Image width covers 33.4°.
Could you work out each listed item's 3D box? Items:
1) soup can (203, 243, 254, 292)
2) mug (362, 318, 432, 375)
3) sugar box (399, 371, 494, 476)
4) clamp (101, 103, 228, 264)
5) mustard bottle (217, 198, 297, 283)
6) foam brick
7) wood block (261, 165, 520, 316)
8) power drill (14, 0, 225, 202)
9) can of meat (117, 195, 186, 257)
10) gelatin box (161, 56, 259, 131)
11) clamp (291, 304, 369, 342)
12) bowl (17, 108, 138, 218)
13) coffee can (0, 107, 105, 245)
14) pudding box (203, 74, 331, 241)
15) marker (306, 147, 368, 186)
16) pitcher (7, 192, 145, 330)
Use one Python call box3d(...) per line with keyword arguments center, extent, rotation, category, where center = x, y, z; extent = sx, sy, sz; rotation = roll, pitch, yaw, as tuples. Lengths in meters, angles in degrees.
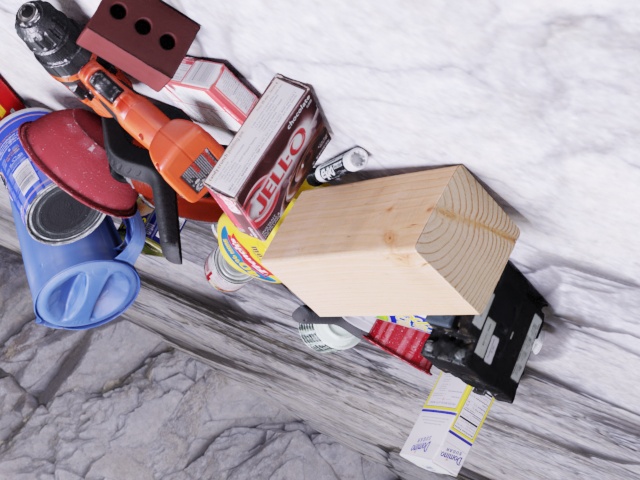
box3d(center=(-0.122, 0.033, 1.480), extent=(0.068, 0.068, 0.102), rotation=(29, 166, -7), category="soup can")
box3d(center=(0.111, 0.100, 1.239), extent=(0.093, 0.081, 0.117), rotation=(29, 179, 21), category="mug")
box3d(center=(0.169, 0.197, 1.301), extent=(0.048, 0.176, 0.093), rotation=(31, 166, -15), category="sugar box")
box3d(center=(-0.147, -0.071, 1.028), extent=(0.210, 0.164, 0.036), rotation=(31, 147, 22), category="clamp")
box3d(center=(-0.058, 0.002, 1.101), extent=(0.096, 0.058, 0.192), rotation=(49, 159, -18), category="mustard bottle")
box3d(center=(-0.145, -0.163, 0.847), extent=(0.078, 0.053, 0.051), rotation=(30, 166, -15), category="foam brick")
box3d(center=(0.055, 0.005, 0.928), extent=(0.090, 0.090, 0.207), rotation=(44, 151, -27), category="wood block")
box3d(center=(-0.173, -0.124, 0.944), extent=(0.188, 0.057, 0.184), rotation=(42, 179, 21), category="power drill")
box3d(center=(-0.216, -0.028, 1.399), extent=(0.057, 0.084, 0.102), rotation=(36, 164, -30), category="can of meat")
box3d(center=(-0.097, -0.128, 0.930), extent=(0.089, 0.030, 0.073), rotation=(18, 164, 42), category="gelatin box")
box3d(center=(0.027, 0.083, 1.400), extent=(0.171, 0.039, 0.120), rotation=(22, -145, -29), category="clamp")
box3d(center=(-0.257, -0.099, 1.202), extent=(0.162, 0.055, 0.162), rotation=(39, -165, -13), category="bowl")
box3d(center=(-0.327, -0.078, 1.279), extent=(0.140, 0.103, 0.102), rotation=(52, -177, 35), category="coffee can")
box3d(center=(-0.041, -0.066, 0.877), extent=(0.039, 0.113, 0.090), rotation=(26, 167, 20), category="pudding box")
box3d(center=(0.013, -0.065, 0.974), extent=(0.020, 0.020, 0.121), rotation=(31, 166, -14), category="marker")
box3d(center=(-0.320, -0.020, 1.371), extent=(0.145, 0.149, 0.243), rotation=(101, 149, -49), category="pitcher")
